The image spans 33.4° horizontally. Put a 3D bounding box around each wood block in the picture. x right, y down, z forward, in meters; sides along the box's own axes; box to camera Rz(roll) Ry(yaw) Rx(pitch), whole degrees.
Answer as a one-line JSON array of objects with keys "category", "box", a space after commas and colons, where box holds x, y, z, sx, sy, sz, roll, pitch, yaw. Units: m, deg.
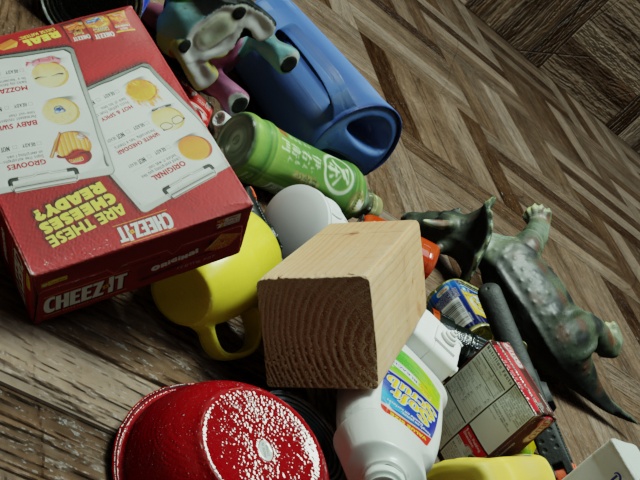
[{"category": "wood block", "box": [0.025, 0.047, 0.896, 0.205, 0.091, 0.090, -39, 126, -69]}]

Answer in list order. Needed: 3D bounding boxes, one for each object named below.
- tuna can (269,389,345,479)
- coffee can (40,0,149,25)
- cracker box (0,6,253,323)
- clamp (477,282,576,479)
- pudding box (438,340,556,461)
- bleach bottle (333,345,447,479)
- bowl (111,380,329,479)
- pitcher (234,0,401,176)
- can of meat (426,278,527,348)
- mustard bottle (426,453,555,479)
[{"category": "tuna can", "box": [-0.022, 0.157, 0.805, 0.086, 0.034, 0.086, 37, 23, -19]}, {"category": "coffee can", "box": [-0.223, -0.270, 1.104, 0.102, 0.103, 0.140, 38, 23, -18]}, {"category": "cracker box", "box": [-0.172, -0.062, 0.779, 0.164, 0.072, 0.214, -20, 61, -25]}, {"category": "clamp", "box": [0.215, 0.162, 1.070, 0.164, 0.036, 0.210, 56, 14, -47]}, {"category": "pudding box", "box": [0.153, 0.162, 0.998, 0.039, 0.114, 0.090, 17, 35, -44]}, {"category": "bleach bottle", "box": [0.057, 0.153, 0.845, 0.102, 0.068, 0.250, 47, 11, -6]}, {"category": "bowl", "box": [-0.051, 0.148, 0.694, 0.162, 0.055, 0.162, 24, 39, -22]}, {"category": "pitcher", "box": [-0.019, -0.190, 1.283, 0.144, 0.149, 0.243, 1, 44, -45]}, {"category": "can of meat", "box": [0.178, 0.098, 1.232, 0.102, 0.057, 0.084, 26, 27, -40]}, {"category": "mustard bottle", "box": [0.149, 0.216, 0.918, 0.191, 0.096, 0.058, 12, 51, -54]}]
